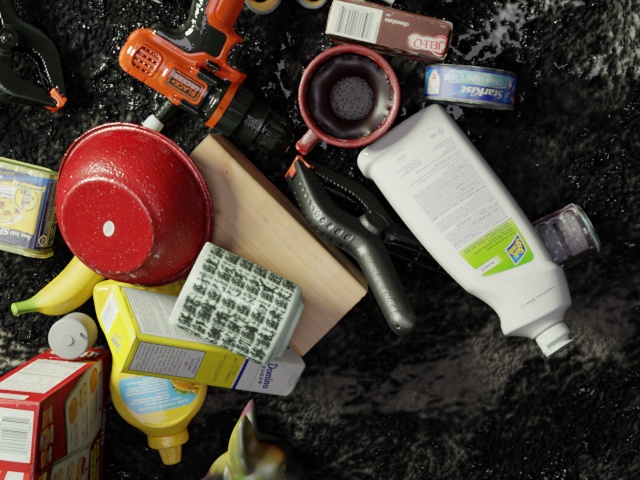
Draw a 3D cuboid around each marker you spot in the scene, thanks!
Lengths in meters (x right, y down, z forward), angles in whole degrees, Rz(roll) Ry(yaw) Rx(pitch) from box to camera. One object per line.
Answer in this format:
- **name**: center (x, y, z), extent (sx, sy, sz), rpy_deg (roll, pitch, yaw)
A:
- **marker**: center (-0.182, -0.096, 1.056), extent (0.020, 0.020, 0.121), rpy_deg (43, 97, -2)

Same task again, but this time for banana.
- **banana**: center (-0.224, 0.001, 1.049), extent (0.037, 0.069, 0.198), rpy_deg (35, 94, 31)

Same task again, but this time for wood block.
- **wood block**: center (-0.057, 0.002, 1.024), extent (0.206, 0.091, 0.090), rpy_deg (45, 97, -2)

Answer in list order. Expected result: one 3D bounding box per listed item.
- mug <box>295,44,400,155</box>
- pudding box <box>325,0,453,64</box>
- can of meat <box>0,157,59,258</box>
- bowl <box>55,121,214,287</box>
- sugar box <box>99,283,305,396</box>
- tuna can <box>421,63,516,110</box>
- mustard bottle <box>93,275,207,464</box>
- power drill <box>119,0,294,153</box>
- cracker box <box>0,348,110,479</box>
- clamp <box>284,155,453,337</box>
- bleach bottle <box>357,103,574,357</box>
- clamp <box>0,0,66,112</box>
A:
- **mug**: center (0.021, -0.126, 1.008), extent (0.093, 0.081, 0.117), rpy_deg (40, 97, -2)
- **pudding box**: center (0.064, -0.193, 0.994), extent (0.113, 0.090, 0.039), rpy_deg (15, 95, 2)
- **can of meat**: center (-0.308, -0.036, 1.053), extent (0.102, 0.057, 0.084), rpy_deg (13, 96, 2)
- **bowl**: center (-0.180, -0.022, 0.963), extent (0.162, 0.055, 0.162), rpy_deg (8, 114, 17)
- **sugar box**: center (-0.110, 0.094, 0.996), extent (0.176, 0.093, 0.048), rpy_deg (16, 113, -31)
- **tuna can**: center (0.139, -0.143, 0.997), extent (0.086, 0.086, 0.034), rpy_deg (7, 95, 3)
- **mustard bottle**: center (-0.163, 0.129, 1.060), extent (0.096, 0.058, 0.191), rpy_deg (-10, 97, -14)
- **power drill**: center (-0.070, -0.193, 1.003), extent (0.184, 0.057, 0.188), rpy_deg (30, 103, -14)
- **cracker box**: center (-0.263, 0.200, 0.998), extent (0.072, 0.213, 0.164), rpy_deg (6, 97, 4)
- **clamp**: center (0.054, -0.006, 1.016), extent (0.210, 0.164, 0.036), rpy_deg (46, 124, 18)
- **bleach bottle**: center (0.142, 0.000, 0.984), extent (0.102, 0.068, 0.251), rpy_deg (-34, 74, 6)
- **clamp**: center (-0.304, -0.201, 1.029), extent (0.171, 0.039, 0.120), rpy_deg (41, 74, -22)
